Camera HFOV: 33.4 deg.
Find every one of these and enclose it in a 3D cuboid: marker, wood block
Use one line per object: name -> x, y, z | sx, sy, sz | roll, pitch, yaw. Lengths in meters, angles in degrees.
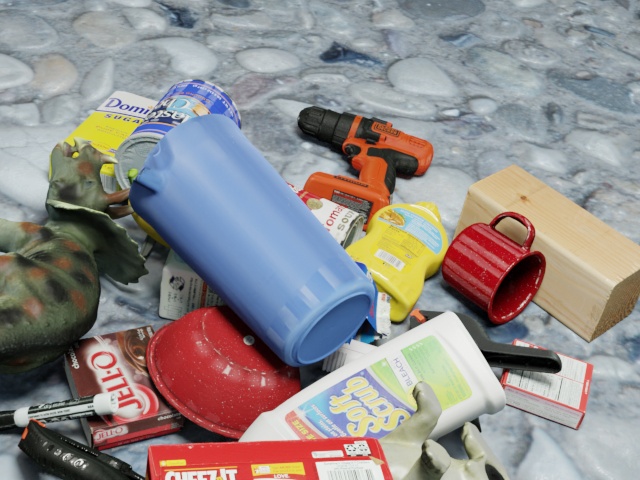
marker -> -0.237, 0.152, 0.941 | 0.121, 0.020, 0.020 | -11, 36, 12
wood block -> 0.266, 0.010, 1.231 | 0.090, 0.090, 0.206 | -25, 51, -37

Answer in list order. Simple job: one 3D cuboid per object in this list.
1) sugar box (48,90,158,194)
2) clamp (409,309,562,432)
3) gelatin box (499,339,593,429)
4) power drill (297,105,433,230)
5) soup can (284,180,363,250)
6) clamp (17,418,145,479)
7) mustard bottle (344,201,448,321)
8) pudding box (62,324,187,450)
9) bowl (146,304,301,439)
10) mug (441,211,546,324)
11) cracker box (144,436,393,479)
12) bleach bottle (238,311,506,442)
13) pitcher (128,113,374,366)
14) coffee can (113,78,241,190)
sugar box -> -0.246, -0.118, 1.294 | 0.093, 0.048, 0.176 | 18, 39, 8
clamp -> 0.143, 0.125, 1.079 | 0.120, 0.039, 0.172 | -34, 37, -29
gelatin box -> 0.231, 0.147, 1.098 | 0.089, 0.030, 0.073 | 18, 40, 9
power drill -> 0.039, -0.097, 1.332 | 0.184, 0.057, 0.187 | 18, 38, 7
soup can -> -0.010, -0.018, 1.212 | 0.102, 0.069, 0.068 | 24, 40, 14
clamp -> -0.166, 0.202, 0.882 | 0.210, 0.164, 0.036 | 17, 77, 37
mustard bottle -> 0.093, 0.008, 1.212 | 0.096, 0.058, 0.191 | 30, 41, 9
pudding box -> -0.184, 0.136, 0.995 | 0.089, 0.039, 0.114 | -10, 42, -24
bowl -> -0.079, 0.111, 1.006 | 0.162, 0.055, 0.162 | 22, 30, -13
mug -> 0.194, 0.022, 1.181 | 0.082, 0.117, 0.093 | 37, 21, 36
cracker box -> -0.048, 0.234, 0.764 | 0.164, 0.214, 0.072 | 0, 40, -15
bleach bottle -> 0.031, 0.164, 0.940 | 0.250, 0.068, 0.102 | -29, 71, -5
pitcher -> -0.057, 0.001, 1.019 | 0.149, 0.145, 0.243 | -33, 63, -21
coffee can -> -0.162, -0.110, 1.231 | 0.103, 0.103, 0.140 | 18, 38, 7
